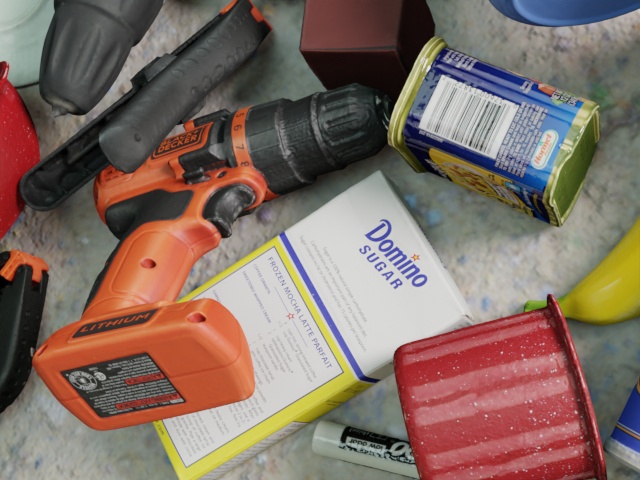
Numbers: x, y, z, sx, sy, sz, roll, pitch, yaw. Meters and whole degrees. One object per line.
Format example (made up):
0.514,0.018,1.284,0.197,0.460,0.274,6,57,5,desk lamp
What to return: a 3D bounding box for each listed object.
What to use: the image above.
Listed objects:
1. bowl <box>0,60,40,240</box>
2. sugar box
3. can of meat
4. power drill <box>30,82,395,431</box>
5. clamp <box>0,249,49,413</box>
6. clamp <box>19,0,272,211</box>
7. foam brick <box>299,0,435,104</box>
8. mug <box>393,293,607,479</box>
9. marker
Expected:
-0.213,-0.025,0.620,0.162,0.055,0.162,-38,28,24,bowl
-0.015,0.049,0.576,0.176,0.048,0.093,-31,73,7,sugar box
0.089,-0.050,0.528,0.084,0.102,0.057,25,89,18,can of meat
-0.054,0.001,0.538,0.185,0.057,0.187,-17,34,25,power drill
-0.245,0.088,0.648,0.165,0.036,0.210,31,89,22,clamp
-0.092,-0.076,0.588,0.120,0.171,0.039,-13,117,43,clamp
0.027,-0.108,0.566,0.053,0.078,0.051,4,77,18,foam brick
0.086,0.092,0.506,0.081,0.093,0.117,-15,87,7,mug
0.054,0.116,0.555,0.121,0.020,0.020,11,85,19,marker
